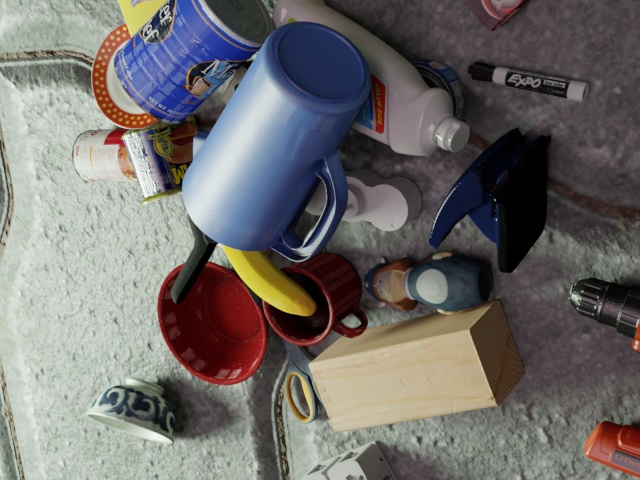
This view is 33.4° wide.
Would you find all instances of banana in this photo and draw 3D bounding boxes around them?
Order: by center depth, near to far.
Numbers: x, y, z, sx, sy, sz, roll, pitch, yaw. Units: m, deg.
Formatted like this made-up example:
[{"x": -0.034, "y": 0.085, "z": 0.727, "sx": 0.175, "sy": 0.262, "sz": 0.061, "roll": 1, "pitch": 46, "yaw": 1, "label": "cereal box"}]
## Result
[{"x": -0.072, "y": 0.008, "z": 1.174, "sx": 0.070, "sy": 0.037, "sz": 0.198, "roll": -36, "pitch": 71, "yaw": 29, "label": "banana"}]

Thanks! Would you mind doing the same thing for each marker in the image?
[{"x": 0.202, "y": -0.157, "z": 1.051, "sx": 0.121, "sy": 0.020, "sz": 0.020, "roll": 16, "pitch": 114, "yaw": 26, "label": "marker"}]

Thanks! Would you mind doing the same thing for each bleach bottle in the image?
[{"x": 0.050, "y": -0.161, "z": 1.073, "sx": 0.251, "sy": 0.067, "sz": 0.103, "roll": 35, "pitch": 124, "yaw": 35, "label": "bleach bottle"}]

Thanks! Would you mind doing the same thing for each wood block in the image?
[{"x": 0.104, "y": 0.140, "z": 1.171, "sx": 0.206, "sy": 0.090, "sz": 0.090, "roll": -16, "pitch": 99, "yaw": 34, "label": "wood block"}]

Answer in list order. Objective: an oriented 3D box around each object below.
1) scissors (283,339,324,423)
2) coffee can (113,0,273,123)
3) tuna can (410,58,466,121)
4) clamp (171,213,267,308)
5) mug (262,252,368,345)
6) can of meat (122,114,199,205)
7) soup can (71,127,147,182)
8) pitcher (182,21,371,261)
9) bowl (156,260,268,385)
[{"x": -0.017, "y": 0.129, "z": 1.286, "sx": 0.096, "sy": 0.016, "sz": 0.202, "roll": 1, "pitch": 107, "yaw": 29, "label": "scissors"}, {"x": -0.132, "y": -0.203, "z": 1.108, "sx": 0.141, "sy": 0.102, "sz": 0.103, "roll": -37, "pitch": 86, "yaw": 31, "label": "coffee can"}, {"x": 0.105, "y": -0.143, "z": 1.105, "sx": 0.086, "sy": 0.033, "sz": 0.086, "roll": 11, "pitch": 112, "yaw": 28, "label": "tuna can"}, {"x": -0.107, "y": 0.000, "z": 1.233, "sx": 0.120, "sy": 0.039, "sz": 0.171, "roll": 10, "pitch": 97, "yaw": 12, "label": "clamp"}, {"x": 0.004, "y": 0.069, "z": 1.212, "sx": 0.117, "sy": 0.081, "sz": 0.093, "roll": 33, "pitch": 120, "yaw": 18, "label": "mug"}, {"x": -0.177, "y": -0.096, "z": 1.253, "sx": 0.058, "sy": 0.101, "sz": 0.084, "roll": -15, "pitch": 97, "yaw": 35, "label": "can of meat"}, {"x": -0.245, "y": -0.104, "z": 1.311, "sx": 0.102, "sy": 0.068, "sz": 0.068, "roll": 2, "pitch": 108, "yaw": 31, "label": "soup can"}, {"x": -0.036, "y": -0.094, "z": 1.065, "sx": 0.149, "sy": 0.145, "sz": 0.243, "roll": 15, "pitch": 145, "yaw": -16, "label": "pitcher"}, {"x": -0.121, "y": 0.094, "z": 1.312, "sx": 0.162, "sy": 0.055, "sz": 0.162, "roll": 11, "pitch": 112, "yaw": 28, "label": "bowl"}]
